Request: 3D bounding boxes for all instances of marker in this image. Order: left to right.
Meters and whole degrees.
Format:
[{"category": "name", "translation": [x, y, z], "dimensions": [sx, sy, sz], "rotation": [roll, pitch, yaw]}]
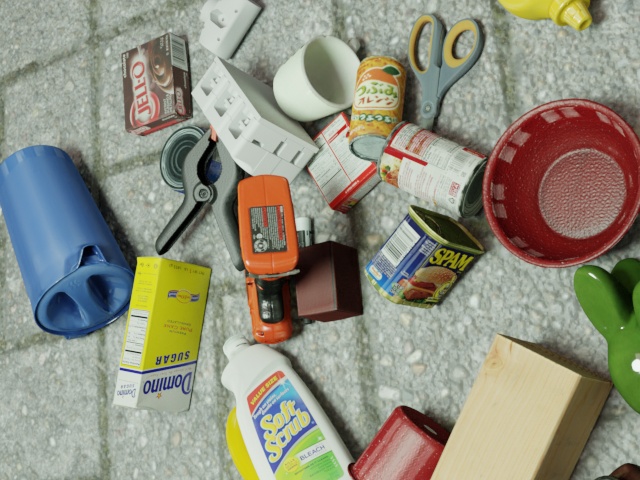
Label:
[{"category": "marker", "translation": [-0.017, 0.034, 1.197], "dimensions": [0.020, 0.020, 0.121], "rotation": [-13, 73, 33]}]

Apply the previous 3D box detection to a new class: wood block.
[{"category": "wood block", "translation": [0.174, 0.201, 0.979], "dimensions": [0.091, 0.090, 0.206], "rotation": [27, 96, 37]}]

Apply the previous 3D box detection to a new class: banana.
[{"category": "banana", "translation": [-0.054, 0.248, 1.166], "dimensions": [0.070, 0.037, 0.198], "rotation": [-48, 57, 18]}]

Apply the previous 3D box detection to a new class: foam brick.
[{"category": "foam brick", "translation": [0.008, 0.046, 1.156], "dimensions": [0.051, 0.052, 0.078], "rotation": [-15, 70, 32]}]

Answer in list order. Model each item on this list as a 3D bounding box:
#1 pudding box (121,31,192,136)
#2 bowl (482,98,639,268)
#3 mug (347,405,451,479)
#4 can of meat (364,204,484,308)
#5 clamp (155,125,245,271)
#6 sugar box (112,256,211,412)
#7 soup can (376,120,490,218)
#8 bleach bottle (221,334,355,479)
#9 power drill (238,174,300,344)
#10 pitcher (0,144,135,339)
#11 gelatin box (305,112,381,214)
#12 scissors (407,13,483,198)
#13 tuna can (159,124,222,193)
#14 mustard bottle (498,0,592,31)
[{"category": "pudding box", "translation": [-0.212, -0.200, 1.376], "dimensions": [0.090, 0.039, 0.113], "rotation": [-15, 72, 33]}, {"category": "bowl", "translation": [0.237, -0.049, 1.008], "dimensions": [0.162, 0.055, 0.162], "rotation": [-9, 75, 34]}, {"category": "mug", "translation": [0.084, 0.212, 1.052], "dimensions": [0.081, 0.093, 0.117], "rotation": [-56, 18, 7]}, {"category": "can of meat", "translation": [0.102, 0.019, 1.064], "dimensions": [0.084, 0.101, 0.057], "rotation": [-52, 56, 18]}, {"category": "clamp", "translation": [-0.123, -0.047, 1.259], "dimensions": [0.120, 0.039, 0.171], "rotation": [19, 100, 12]}, {"category": "sugar box", "translation": [-0.184, 0.111, 1.256], "dimensions": [0.048, 0.093, 0.176], "rotation": [1, 82, 36]}, {"category": "soup can", "translation": [0.118, -0.072, 1.083], "dimensions": [0.102, 0.068, 0.068], "rotation": [27, 96, 26]}, {"category": "bleach bottle", "translation": [-0.044, 0.202, 1.137], "dimensions": [0.102, 0.068, 0.251], "rotation": [-30, 54, -9]}, {"category": "power drill", "translation": [-0.057, 0.001, 1.144], "dimensions": [0.057, 0.188, 0.184], "rotation": [-7, 69, -4]}, {"category": "pitcher", "translation": [-0.339, 0.001, 1.381], "dimensions": [0.149, 0.144, 0.243], "rotation": [-37, 56, 10]}, {"category": "gelatin box", "translation": [0.025, -0.087, 1.186], "dimensions": [0.073, 0.030, 0.089], "rotation": [-43, 58, 23]}, {"category": "scissors", "translation": [0.133, -0.150, 1.131], "dimensions": [0.096, 0.016, 0.202], "rotation": [-13, 73, 33]}, {"category": "tuna can", "translation": [-0.158, -0.098, 1.319], "dimensions": [0.086, 0.033, 0.086], "rotation": [-9, 75, 34]}, {"category": "mustard bottle", "translation": [0.212, -0.280, 1.075], "dimensions": [0.096, 0.058, 0.192], "rotation": [-42, 59, 20]}]
